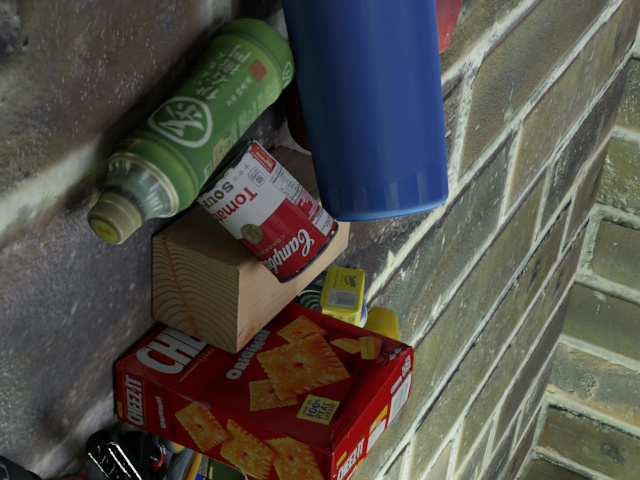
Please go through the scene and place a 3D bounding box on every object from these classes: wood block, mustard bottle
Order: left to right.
[{"bbox_3d":[-0.057,0.001,0.974,0.205,0.090,0.091,-42,146,-49],"label":"wood block"},{"bbox_3d":[0.069,0.133,1.375,0.191,0.058,0.096,61,50,-85],"label":"mustard bottle"}]

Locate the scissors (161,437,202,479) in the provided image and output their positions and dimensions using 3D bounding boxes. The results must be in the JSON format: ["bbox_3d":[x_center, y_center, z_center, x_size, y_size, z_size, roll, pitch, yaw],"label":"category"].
[{"bbox_3d":[-0.113,0.146,1.018,0.096,0.016,0.201,79,20,-46],"label":"scissors"}]

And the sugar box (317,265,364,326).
[{"bbox_3d":[0.013,0.126,1.143,0.093,0.048,0.176,-74,171,-63],"label":"sugar box"}]

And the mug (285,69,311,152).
[{"bbox_3d":[0.014,-0.127,1.006,0.093,0.117,0.081,-25,147,-16],"label":"mug"}]

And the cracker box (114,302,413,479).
[{"bbox_3d":[-0.047,0.123,0.936,0.164,0.214,0.072,-44,145,-49],"label":"cracker box"}]

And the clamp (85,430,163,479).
[{"bbox_3d":[-0.156,0.206,0.893,0.210,0.036,0.164,-112,-170,-77],"label":"clamp"}]

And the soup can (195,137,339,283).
[{"bbox_3d":[-0.044,-0.024,0.854,0.068,0.102,0.068,-42,-165,13],"label":"soup can"}]

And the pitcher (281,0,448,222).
[{"bbox_3d":[0.044,-0.144,0.895,0.149,0.145,0.243,-10,97,-21],"label":"pitcher"}]
